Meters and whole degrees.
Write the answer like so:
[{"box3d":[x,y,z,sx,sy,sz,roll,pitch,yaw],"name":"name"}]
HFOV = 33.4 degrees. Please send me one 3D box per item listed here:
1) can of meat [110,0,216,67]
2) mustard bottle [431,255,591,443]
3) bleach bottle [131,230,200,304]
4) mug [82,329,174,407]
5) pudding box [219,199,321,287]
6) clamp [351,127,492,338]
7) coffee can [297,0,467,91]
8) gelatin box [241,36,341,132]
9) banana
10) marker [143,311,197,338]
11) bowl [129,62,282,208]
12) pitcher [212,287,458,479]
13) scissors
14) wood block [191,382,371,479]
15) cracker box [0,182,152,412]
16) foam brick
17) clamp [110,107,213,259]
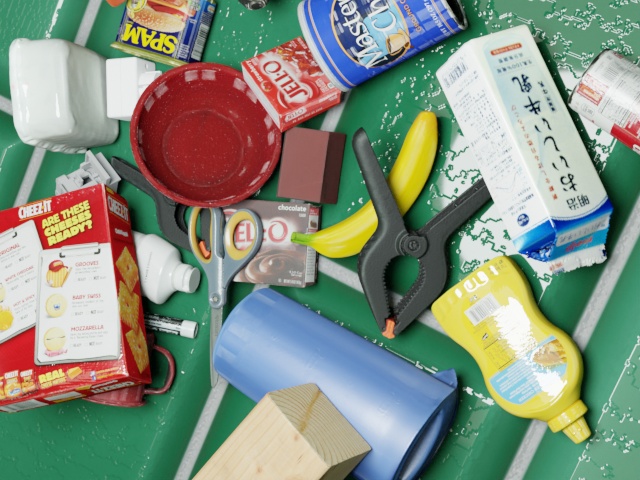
[{"box3d":[-0.173,-0.242,1.193,0.102,0.057,0.084,19,95,20],"name":"can of meat"},{"box3d":[0.200,0.115,1.048,0.096,0.058,0.192,-39,77,16],"name":"mustard bottle"},{"box3d":[-0.258,0.031,1.228,0.251,0.068,0.102,11,95,19],"name":"bleach bottle"},{"box3d":[-0.223,0.139,1.207,0.117,0.093,0.081,12,90,-5],"name":"mug"},{"box3d":[-0.058,0.002,1.159,0.114,0.039,0.090,4,92,22],"name":"pudding box"},{"box3d":[0.102,-0.003,1.079,0.164,0.036,0.210,6,103,-5],"name":"clamp"},{"box3d":[0.062,-0.226,1.074,0.140,0.102,0.103,-25,82,20],"name":"coffee can"},{"box3d":[-0.031,-0.165,1.121,0.073,0.030,0.089,-27,60,-13],"name":"gelatin box"},{"box3d":[0.061,-0.045,1.101,0.198,0.069,0.037,-44,32,8],"name":"banana"},{"box3d":[-0.199,0.090,1.213,0.121,0.020,0.020,11,95,8],"name":"marker"},{"box3d":[-0.125,-0.108,1.154,0.162,0.055,0.162,2,78,-10],"name":"bowl"},{"box3d":[0.005,0.158,1.087,0.243,0.149,0.145,30,118,22],"name":"pitcher"},{"box3d":[-0.095,0.052,1.146,0.096,0.016,0.202,-13,86,25],"name":"scissors"},{"box3d":[-0.062,0.241,1.009,0.090,0.090,0.206,47,110,21],"name":"wood block"},{"box3d":[-0.279,0.065,1.149,0.164,0.072,0.214,-14,72,11],"name":"cracker box"},{"box3d":[-0.010,-0.080,1.132,0.051,0.053,0.078,10,94,21],"name":"foam brick"},{"box3d":[-0.152,-0.062,1.197,0.120,0.039,0.171,-41,77,21],"name":"clamp"}]
